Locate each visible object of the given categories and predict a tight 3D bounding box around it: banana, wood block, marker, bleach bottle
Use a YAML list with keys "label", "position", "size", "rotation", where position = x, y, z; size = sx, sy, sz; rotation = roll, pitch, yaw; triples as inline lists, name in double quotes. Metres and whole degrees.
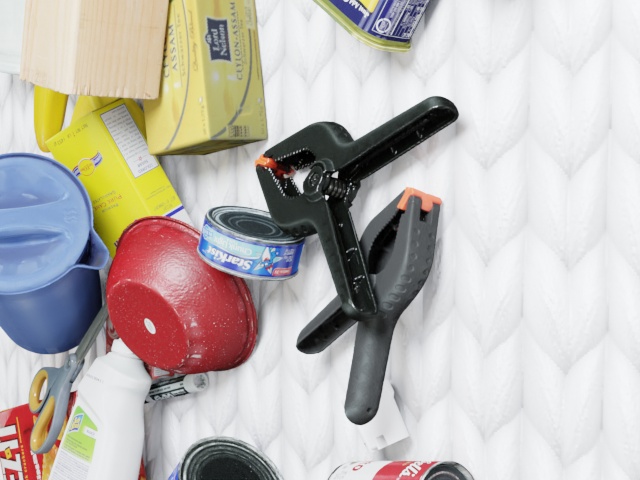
- label: "banana"
  position: [-0.253, -0.165, 1.035]
  size: [0.198, 0.037, 0.069]
  rotation: [129, 139, -51]
- label: "wood block"
  position: [-0.182, -0.227, 0.885]
  size: [0.090, 0.090, 0.206]
  rotation: [21, 107, 45]
- label: "marker"
  position: [-0.150, 0.145, 1.038]
  size: [0.121, 0.020, 0.020]
  rotation: [-21, 78, 47]
- label: "bleach bottle"
  position: [-0.206, 0.212, 0.997]
  size: [0.103, 0.068, 0.251]
  rotation: [11, 83, 45]

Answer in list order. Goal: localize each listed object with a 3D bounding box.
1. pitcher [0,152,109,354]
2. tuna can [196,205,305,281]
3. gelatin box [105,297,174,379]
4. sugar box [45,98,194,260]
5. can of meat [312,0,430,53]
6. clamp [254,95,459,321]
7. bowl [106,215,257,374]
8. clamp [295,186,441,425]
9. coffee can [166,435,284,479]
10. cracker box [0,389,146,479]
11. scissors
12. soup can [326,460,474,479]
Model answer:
- label: "pitcher"
  position: [-0.283, 0.022, 1.021]
  size: [0.149, 0.145, 0.243]
  rotation: [61, 164, 17]
- label: "tuna can"
  position: [-0.056, 0.001, 0.870]
  size: [0.086, 0.085, 0.034]
  rotation: [31, 114, 42]
- label: "gelatin box"
  position: [-0.180, 0.092, 1.058]
  size: [0.089, 0.030, 0.073]
  rotation: [11, 101, 47]
- label: "sugar box"
  position: [-0.176, -0.034, 0.986]
  size: [0.094, 0.048, 0.176]
  rotation: [-21, 98, 47]
- label: "can of meat"
  position: [0.040, -0.198, 0.767]
  size: [0.102, 0.057, 0.084]
  rotation: [48, 124, 33]
- label: "clamp"
  position: [0.008, -0.031, 0.803]
  size: [0.210, 0.036, 0.164]
  rotation: [11, 81, 55]
- label: "bowl"
  position: [-0.136, 0.061, 0.940]
  size: [0.162, 0.055, 0.162]
  rotation: [19, 128, 26]
- label: "clamp"
  position: [0.035, 0.039, 0.793]
  size: [0.120, 0.039, 0.171]
  rotation: [29, 97, 55]
- label: "coffee can"
  position: [-0.104, 0.253, 0.934]
  size: [0.103, 0.102, 0.140]
  rotation: [56, 130, 29]
- label: "cracker box"
  position: [-0.269, 0.247, 1.140]
  size: [0.214, 0.071, 0.164]
  rotation: [-20, 78, 48]
- label: "scissors"
  position: [-0.252, 0.118, 1.060]
  size: [0.096, 0.016, 0.202]
  rotation: [46, 116, 52]
- label: "soup can"
  position: [0.057, 0.194, 0.776]
  size: [0.102, 0.068, 0.068]
  rotation: [-13, 84, 49]
